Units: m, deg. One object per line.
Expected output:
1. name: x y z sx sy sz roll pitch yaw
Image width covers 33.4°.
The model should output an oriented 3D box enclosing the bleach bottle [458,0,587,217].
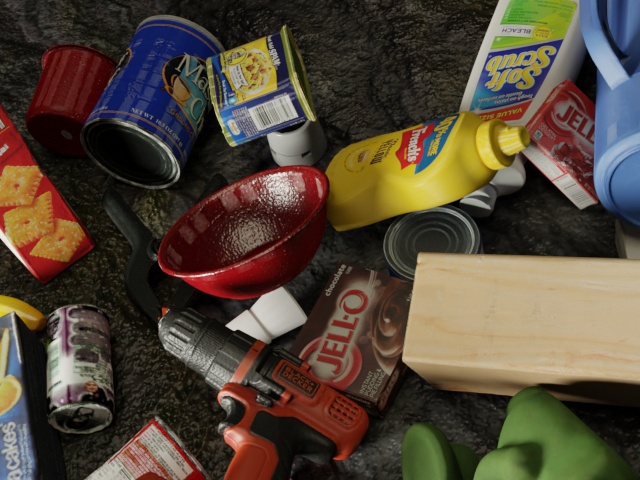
1. bleach bottle: 0.184 -0.129 0.982 0.103 0.068 0.250 10 60 22

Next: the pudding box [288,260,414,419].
1. pudding box: 0.033 0.080 0.879 0.090 0.039 0.113 17 60 26

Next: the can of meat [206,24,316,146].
1. can of meat: -0.056 -0.143 0.996 0.084 0.057 0.102 -19 48 8

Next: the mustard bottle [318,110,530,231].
1. mustard bottle: 0.092 -0.065 0.910 0.192 0.058 0.096 -13 33 40

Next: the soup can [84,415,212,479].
1. soup can: -0.144 0.194 0.824 0.102 0.068 0.069 -40 55 -15

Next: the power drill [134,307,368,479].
1. power drill: -0.073 0.145 0.785 0.184 0.057 0.187 29 44 6

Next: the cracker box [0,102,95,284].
1. cracker box: -0.308 -0.081 0.978 0.072 0.213 0.164 -38 54 -14

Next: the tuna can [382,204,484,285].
1. tuna can: 0.097 0.010 0.918 0.086 0.033 0.086 -7 53 10

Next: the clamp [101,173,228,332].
1. clamp: -0.150 0.009 0.979 0.120 0.039 0.171 -4 53 10

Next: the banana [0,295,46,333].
1. banana: -0.350 0.084 0.983 0.198 0.037 0.069 -20 69 1

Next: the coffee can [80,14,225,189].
1. coffee can: -0.161 -0.136 1.051 0.103 0.103 0.140 8 57 20

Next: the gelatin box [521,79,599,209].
1. gelatin box: 0.222 -0.084 0.927 0.089 0.030 0.073 43 67 -8

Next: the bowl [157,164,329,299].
1. bowl: -0.056 0.001 0.916 0.162 0.055 0.162 -21 27 11

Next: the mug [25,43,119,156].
1. mug: -0.259 -0.137 1.095 0.117 0.093 0.081 -18 49 42

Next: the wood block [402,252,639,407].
1. wood block: 0.178 0.066 0.792 0.206 0.090 0.090 2 70 25
